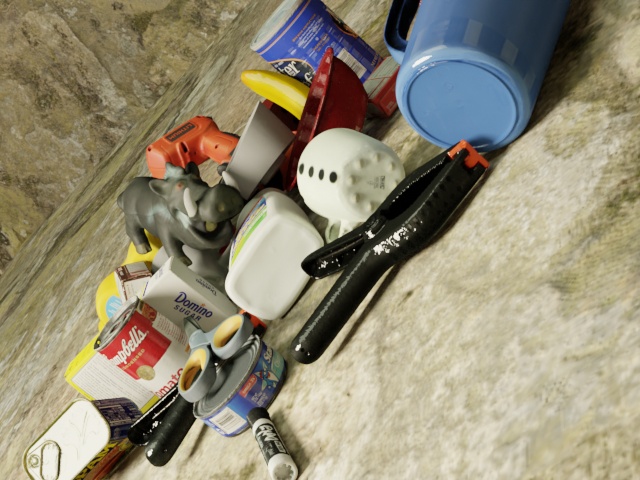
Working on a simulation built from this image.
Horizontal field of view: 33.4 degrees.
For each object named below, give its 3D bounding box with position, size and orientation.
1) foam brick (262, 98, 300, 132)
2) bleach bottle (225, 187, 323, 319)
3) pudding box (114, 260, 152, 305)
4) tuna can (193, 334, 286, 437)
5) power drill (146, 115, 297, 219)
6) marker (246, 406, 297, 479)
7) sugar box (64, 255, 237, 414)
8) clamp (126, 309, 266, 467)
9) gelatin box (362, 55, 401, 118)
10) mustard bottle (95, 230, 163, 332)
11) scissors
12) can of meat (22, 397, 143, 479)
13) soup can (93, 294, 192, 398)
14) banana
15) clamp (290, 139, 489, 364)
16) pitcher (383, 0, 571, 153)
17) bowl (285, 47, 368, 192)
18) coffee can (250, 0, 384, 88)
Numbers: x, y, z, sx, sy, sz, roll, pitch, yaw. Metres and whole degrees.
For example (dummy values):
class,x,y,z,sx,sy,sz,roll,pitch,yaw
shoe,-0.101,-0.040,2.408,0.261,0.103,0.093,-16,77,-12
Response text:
class,x,y,z,sx,sy,sz,roll,pitch,yaw
foam brick,-0.042,-0.145,1.351,0.051,0.078,0.053,-25,30,51
bleach bottle,-0.057,0.001,1.101,0.102,0.068,0.251,-57,12,4
pudding box,-0.198,0.086,1.202,0.039,0.113,0.090,-16,12,-13
tuna can,-0.068,0.124,0.906,0.086,0.033,0.086,-45,17,17
power drill,-0.125,-0.087,1.292,0.188,0.057,0.184,21,44,40
marker,-0.038,0.151,0.796,0.020,0.020,0.121,-50,16,0
sugar box,-0.178,0.108,1.126,0.176,0.093,0.048,-45,17,14
clamp,-0.120,0.138,1.004,0.171,0.039,0.120,-50,20,-22
gelatin box,0.075,-0.172,1.191,0.073,0.030,0.089,-51,17,-7
mustard bottle,-0.220,0.067,1.308,0.192,0.096,0.058,-48,34,32
scissors,-0.099,0.083,0.985,0.096,0.016,0.202,-44,17,12
can of meat,-0.231,0.202,1.061,0.102,0.057,0.083,-46,-18,11
soup can,-0.166,0.112,1.065,0.069,0.102,0.068,-44,17,17
banana,-0.025,-0.154,1.270,0.198,0.069,0.037,54,146,39
clamp,0.049,0.004,0.859,0.210,0.036,0.164,-41,18,26
pitcher,0.134,-0.188,0.900,0.149,0.145,0.242,117,177,-52
bowl,0.011,-0.122,1.146,0.162,0.055,0.162,-164,91,-82
coffee can,-0.002,-0.233,1.329,0.103,0.140,0.103,-45,17,17
